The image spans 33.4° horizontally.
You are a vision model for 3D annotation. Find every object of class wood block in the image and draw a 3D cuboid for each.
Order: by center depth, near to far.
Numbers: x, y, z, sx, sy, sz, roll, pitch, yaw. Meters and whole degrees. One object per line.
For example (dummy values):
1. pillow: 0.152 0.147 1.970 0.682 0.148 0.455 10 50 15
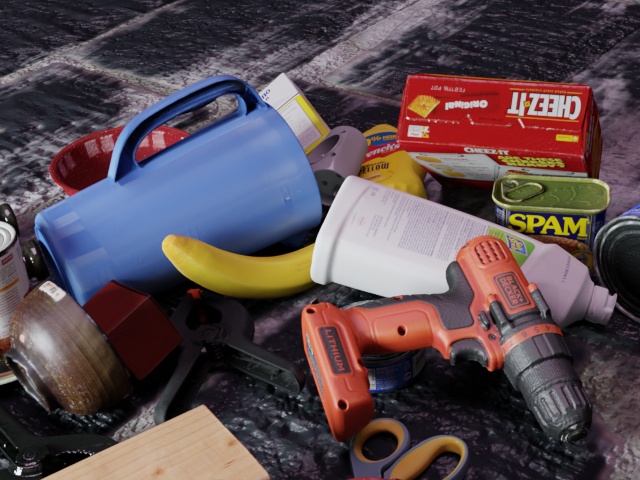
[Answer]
1. wood block: -0.138 0.199 0.670 0.205 0.091 0.090 -23 37 -26

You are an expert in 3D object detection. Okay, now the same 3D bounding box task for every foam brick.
1. foam brick: -0.160 0.073 0.878 0.051 0.053 0.078 -44 29 -20

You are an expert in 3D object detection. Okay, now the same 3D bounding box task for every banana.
1. banana: -0.052 0.019 0.953 0.197 0.069 0.037 -8 7 -35

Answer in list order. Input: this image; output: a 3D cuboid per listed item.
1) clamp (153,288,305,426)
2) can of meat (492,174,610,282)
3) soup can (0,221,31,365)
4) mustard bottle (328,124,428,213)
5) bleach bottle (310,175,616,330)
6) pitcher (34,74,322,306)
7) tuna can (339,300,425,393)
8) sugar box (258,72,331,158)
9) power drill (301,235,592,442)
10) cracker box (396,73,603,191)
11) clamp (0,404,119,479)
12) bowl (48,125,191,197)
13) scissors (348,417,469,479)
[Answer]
1. clamp: -0.078 0.090 0.883 0.120 0.039 0.171 -7 32 -4
2. can of meat: 0.206 -0.008 0.964 0.102 0.084 0.057 4 33 12
3. soup can: -0.273 0.043 0.881 0.068 0.102 0.068 -4 32 2
4. mustard bottle: 0.063 -0.069 1.100 0.096 0.058 0.191 -14 29 14
5. bleach bottle: 0.125 0.025 0.914 0.251 0.068 0.102 18 50 9
6. pitcher: -0.133 -0.033 0.974 0.242 0.145 0.149 -26 74 -18
7. tuna can: 0.044 0.087 0.878 0.086 0.034 0.086 -3 32 2
8. sugar box: -0.038 -0.108 1.155 0.093 0.048 0.176 -40 32 7
9. power drill: 0.090 0.089 0.800 0.187 0.057 0.184 -14 50 -10
10. cracker box: 0.178 -0.096 1.011 0.164 0.072 0.213 6 -6 18
11. clamp: -0.216 0.174 0.765 0.210 0.036 0.164 9 28 19
12. bowl: -0.200 -0.064 1.127 0.162 0.055 0.162 -3 32 2
13. scissors: 0.016 0.181 0.749 0.201 0.016 0.096 -23 35 -28
